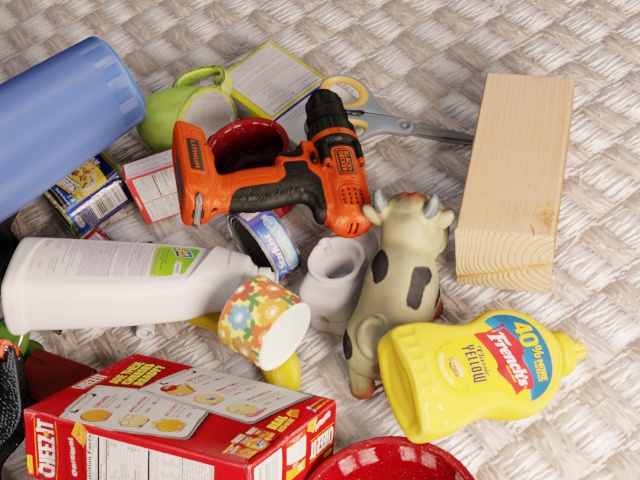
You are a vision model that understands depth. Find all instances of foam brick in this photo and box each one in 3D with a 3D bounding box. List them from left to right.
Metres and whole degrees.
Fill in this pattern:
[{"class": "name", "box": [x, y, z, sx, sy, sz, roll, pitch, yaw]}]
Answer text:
[{"class": "foam brick", "box": [-0.251, 0.147, 1.029, 0.078, 0.051, 0.053, 16, 56, 26]}]

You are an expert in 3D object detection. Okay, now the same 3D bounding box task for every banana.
[{"class": "banana", "box": [-0.075, 0.098, 1.030, 0.069, 0.037, 0.198, -34, 50, -16]}]

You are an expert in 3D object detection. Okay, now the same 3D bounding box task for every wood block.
[{"class": "wood block", "box": [0.193, -0.060, 1.048, 0.091, 0.090, 0.206, 6, 53, 13]}]

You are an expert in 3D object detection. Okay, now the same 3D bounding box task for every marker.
[{"class": "marker", "box": [-0.180, 0.049, 1.112, 0.020, 0.020, 0.121, -11, 49, 7]}]

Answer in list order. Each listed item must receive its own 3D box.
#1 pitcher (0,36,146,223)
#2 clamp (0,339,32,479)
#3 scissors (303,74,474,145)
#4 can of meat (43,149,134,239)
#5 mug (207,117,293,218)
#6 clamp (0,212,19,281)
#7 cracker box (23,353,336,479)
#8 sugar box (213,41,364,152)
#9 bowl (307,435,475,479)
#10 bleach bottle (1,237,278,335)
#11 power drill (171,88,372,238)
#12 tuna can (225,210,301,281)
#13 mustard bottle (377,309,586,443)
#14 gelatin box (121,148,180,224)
[{"class": "pitcher", "box": [-0.317, -0.116, 1.156, 0.242, 0.145, 0.149, -35, 62, -13]}, {"class": "clamp", "box": [-0.314, 0.196, 0.972, 0.165, 0.036, 0.210, 22, 74, 11]}, {"class": "scissors", "box": [0.081, -0.140, 1.160, 0.201, 0.016, 0.096, -3, 67, -3]}, {"class": "can of meat", "box": [-0.266, -0.060, 1.203, 0.084, 0.057, 0.102, -37, 51, -13]}, {"class": "mug", "box": [-0.079, -0.076, 1.146, 0.117, 0.081, 0.093, 30, 64, 33]}, {"class": "clamp", "box": [-0.370, -0.007, 1.200, 0.120, 0.039, 0.171, -28, 55, -2]}, {"class": "cracker box", "box": [-0.115, 0.169, 0.908, 0.214, 0.072, 0.164, 9, 14, 23]}, {"class": "sugar box", "box": [-0.034, -0.157, 1.227, 0.093, 0.048, 0.176, -38, 55, -16]}, {"class": "bowl", "box": [0.057, 0.242, 0.860, 0.162, 0.055, 0.162, -8, 49, 9]}, {"class": "bleach bottle", "box": [-0.166, 0.044, 1.018, 0.251, 0.068, 0.102, 1, 35, 0]}, {"class": "power drill", "box": [-0.049, -0.080, 1.046, 0.187, 0.057, 0.184, -3, 50, -12]}, {"class": "tuna can", "box": [-0.057, 0.001, 1.074, 0.033, 0.086, 0.086, -35, 51, -17]}, {"class": "mustard bottle", "box": [0.148, 0.109, 0.914, 0.191, 0.058, 0.096, -7, 66, -27]}, {"class": "gelatin box", "box": [-0.162, -0.063, 1.165, 0.089, 0.073, 0.030, -19, 49, -1]}]
